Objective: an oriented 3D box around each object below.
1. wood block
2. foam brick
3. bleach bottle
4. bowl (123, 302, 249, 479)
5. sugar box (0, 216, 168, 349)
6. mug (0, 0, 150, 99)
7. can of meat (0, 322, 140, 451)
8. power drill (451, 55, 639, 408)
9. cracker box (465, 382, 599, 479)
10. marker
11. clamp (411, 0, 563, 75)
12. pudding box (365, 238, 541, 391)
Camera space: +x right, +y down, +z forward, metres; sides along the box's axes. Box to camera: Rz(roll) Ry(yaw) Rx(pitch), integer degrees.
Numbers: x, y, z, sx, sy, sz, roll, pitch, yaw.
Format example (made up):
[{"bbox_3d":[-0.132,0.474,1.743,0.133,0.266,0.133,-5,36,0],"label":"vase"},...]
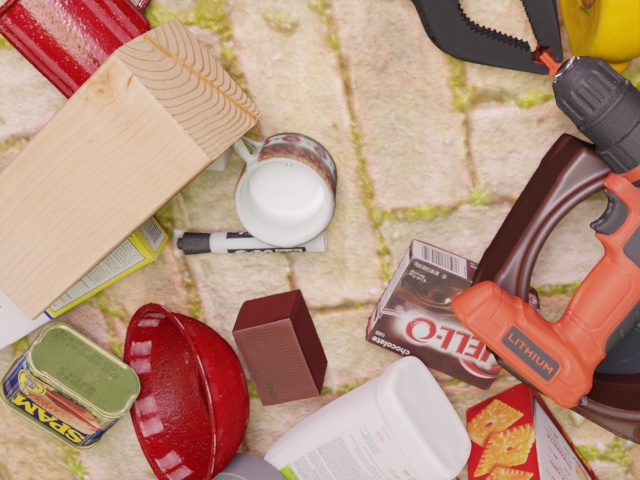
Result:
[{"bbox_3d":[-0.150,-0.046,0.734,0.206,0.090,0.091,-38,97,32],"label":"wood block"},{"bbox_3d":[-0.033,0.088,0.878,0.053,0.051,0.078,-13,115,15],"label":"foam brick"},{"bbox_3d":[0.001,0.188,0.902,0.251,0.068,0.102,-30,95,36],"label":"bleach bottle"},{"bbox_3d":[-0.104,0.126,0.877,0.055,0.162,0.162,-10,124,-33],"label":"bowl"},{"bbox_3d":[-0.221,0.011,0.868,0.176,0.048,0.093,-27,109,23],"label":"sugar box"},{"bbox_3d":[-0.167,-0.162,0.755,0.117,0.093,0.081,-48,111,-12],"label":"mug"},{"bbox_3d":[-0.211,0.123,0.902,0.102,0.057,0.084,36,140,-11],"label":"can of meat"},{"bbox_3d":[0.174,0.000,0.687,0.184,0.057,0.188,41,101,-7],"label":"power drill"},{"bbox_3d":[0.181,0.239,0.835,0.072,0.213,0.164,-30,110,20],"label":"cracker box"},{"bbox_3d":[-0.056,0.001,0.854,0.121,0.020,0.020,-1,117,9],"label":"marker"},{"bbox_3d":[0.081,-0.183,0.730,0.165,0.036,0.210,-36,108,22],"label":"clamp"},{"bbox_3d":[0.105,0.060,0.851,0.113,0.039,0.090,24,119,-4],"label":"pudding box"}]
